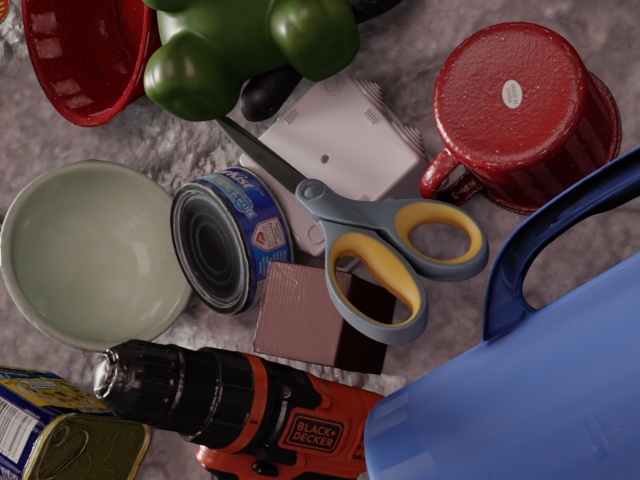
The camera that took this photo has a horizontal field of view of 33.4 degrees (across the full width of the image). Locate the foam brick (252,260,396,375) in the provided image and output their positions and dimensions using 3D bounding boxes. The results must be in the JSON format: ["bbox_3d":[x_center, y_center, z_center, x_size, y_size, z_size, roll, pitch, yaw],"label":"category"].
[{"bbox_3d":[0.004,0.045,0.605,0.051,0.078,0.053,9,83,24],"label":"foam brick"}]

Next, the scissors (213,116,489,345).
[{"bbox_3d":[0.017,-0.026,0.587,0.096,0.016,0.202,-23,50,-9],"label":"scissors"}]

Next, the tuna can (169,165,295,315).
[{"bbox_3d":[-0.054,0.001,0.638,0.086,0.033,0.086,29,129,43],"label":"tuna can"}]

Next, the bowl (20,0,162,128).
[{"bbox_3d":[-0.136,-0.156,0.701,0.162,0.055,0.162,13,107,47],"label":"bowl"}]

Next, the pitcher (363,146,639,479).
[{"bbox_3d":[0.141,0.069,0.512,0.243,0.145,0.149,-29,37,19],"label":"pitcher"}]

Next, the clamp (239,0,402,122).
[{"bbox_3d":[-0.005,-0.156,0.665,0.171,0.039,0.120,-39,54,-3],"label":"clamp"}]

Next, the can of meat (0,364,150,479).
[{"bbox_3d":[-0.169,0.117,0.655,0.084,0.102,0.057,24,89,28],"label":"can of meat"}]

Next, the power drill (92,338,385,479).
[{"bbox_3d":[-0.059,0.149,0.567,0.057,0.184,0.188,34,103,57],"label":"power drill"}]

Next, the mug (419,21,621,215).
[{"bbox_3d":[0.101,-0.060,0.580,0.117,0.081,0.093,-39,66,12],"label":"mug"}]
